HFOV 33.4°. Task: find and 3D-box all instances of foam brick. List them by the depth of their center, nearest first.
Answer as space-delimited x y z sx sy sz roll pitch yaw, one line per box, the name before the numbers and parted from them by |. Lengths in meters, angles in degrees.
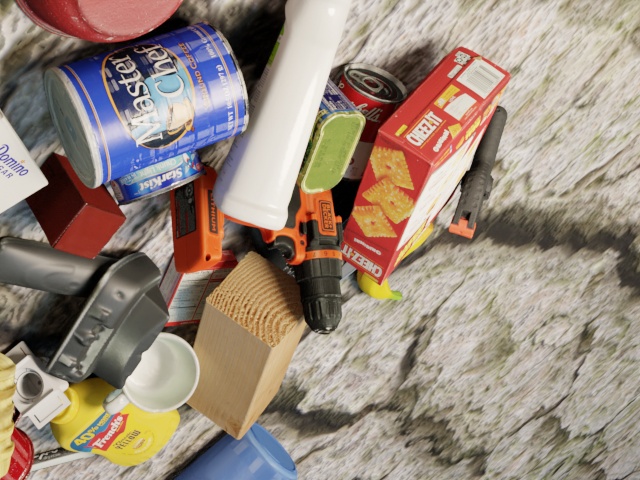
foam brick | -0.219 -0.030 0.947 0.053 0.078 0.051 -48 143 14

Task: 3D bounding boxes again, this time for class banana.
banana | 0.082 0.026 1.299 0.069 0.037 0.198 -14 156 -15

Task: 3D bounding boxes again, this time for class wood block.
wood block | -0.083 0.120 1.185 0.090 0.091 0.206 -49 167 -38

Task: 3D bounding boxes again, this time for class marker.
marker | -0.321 0.256 1.241 0.120 0.020 0.020 -9 137 -36

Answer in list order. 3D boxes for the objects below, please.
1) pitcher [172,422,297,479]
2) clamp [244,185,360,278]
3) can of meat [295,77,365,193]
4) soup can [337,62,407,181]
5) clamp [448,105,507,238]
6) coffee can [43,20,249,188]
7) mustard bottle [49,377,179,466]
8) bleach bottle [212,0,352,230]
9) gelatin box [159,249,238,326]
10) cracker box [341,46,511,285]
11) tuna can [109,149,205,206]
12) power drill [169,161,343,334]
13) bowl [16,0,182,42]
pitcher | -0.151 0.357 1.416 0.243 0.149 0.145 -44 121 3
clamp | -0.030 0.024 1.221 0.164 0.036 0.210 -16 140 -30
can of meat | -0.009 -0.109 1.042 0.057 0.084 0.102 -10 137 -36
soup can | 0.037 -0.120 1.086 0.068 0.069 0.102 -7 135 -38
clamp | 0.183 -0.075 1.234 0.171 0.039 0.120 -66 162 -50
coffee can | -0.145 -0.115 0.893 0.140 0.103 0.103 -23 143 -22
mustard bottle | -0.248 0.201 1.208 0.096 0.058 0.191 -41 146 9
bleach bottle | -0.025 -0.141 0.948 0.068 0.102 0.251 18 101 -13
gelatin box | -0.137 0.051 1.161 0.073 0.030 0.089 -3 133 -38
cracker box | 0.102 -0.077 1.117 0.164 0.072 0.214 -48 167 -34
tuna can | -0.150 -0.062 0.969 0.086 0.086 0.034 -24 101 -20
power drill | -0.057 0.001 1.066 0.187 0.184 0.057 7 159 -41
bowl | -0.154 -0.210 0.818 0.162 0.055 0.162 -25 144 -19
